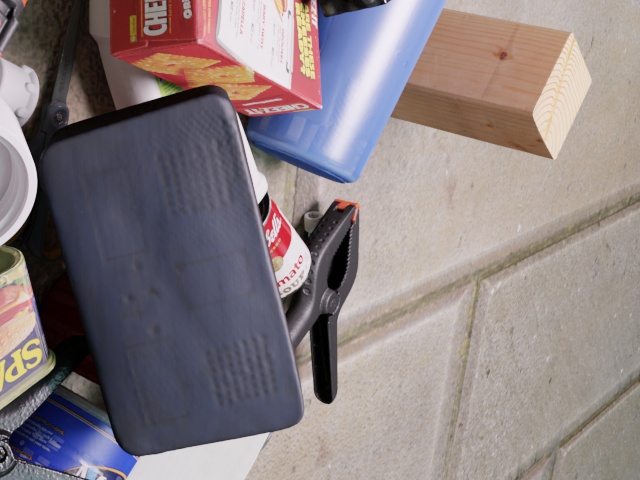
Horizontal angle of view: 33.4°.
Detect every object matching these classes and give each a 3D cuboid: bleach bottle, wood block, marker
[{"bbox_3d":[-0.112,-0.119,0.806,0.102,0.068,0.251,-52,140,-40],"label":"bleach bottle"},{"bbox_3d":[0.138,-0.159,1.025,0.091,0.206,0.090,-63,147,-12],"label":"wood block"},{"bbox_3d":[-0.007,0.029,1.078,0.020,0.020,0.121,-30,130,-46],"label":"marker"}]

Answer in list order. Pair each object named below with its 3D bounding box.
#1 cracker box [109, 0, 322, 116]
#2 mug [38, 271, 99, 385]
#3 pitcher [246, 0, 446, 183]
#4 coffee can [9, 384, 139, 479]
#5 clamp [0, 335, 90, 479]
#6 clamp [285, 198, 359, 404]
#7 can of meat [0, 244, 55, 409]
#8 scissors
[{"bbox_3d":[-0.068,-0.186,0.745,0.213,0.072,0.164,12,75,-70],"label":"cracker box"},{"bbox_3d":[-0.161,0.058,0.804,0.093,0.082,0.117,-41,137,-38],"label":"mug"},{"bbox_3d":[0.022,-0.181,0.921,0.145,0.149,0.243,-161,-86,-80],"label":"pitcher"},{"bbox_3d":[-0.207,0.183,0.781,0.140,0.103,0.102,-59,146,-19],"label":"coffee can"},{"bbox_3d":[-0.212,0.127,0.702,0.171,0.039,0.120,-2,80,-34],"label":"clamp"},{"bbox_3d":[0.001,0.065,1.050,0.164,0.036,0.210,36,71,-60],"label":"clamp"},{"bbox_3d":[-0.222,0.060,0.664,0.101,0.058,0.084,-39,135,-43],"label":"can of meat"},{"bbox_3d":[-0.199,-0.077,0.738,0.096,0.016,0.202,-21,123,-50],"label":"scissors"}]
